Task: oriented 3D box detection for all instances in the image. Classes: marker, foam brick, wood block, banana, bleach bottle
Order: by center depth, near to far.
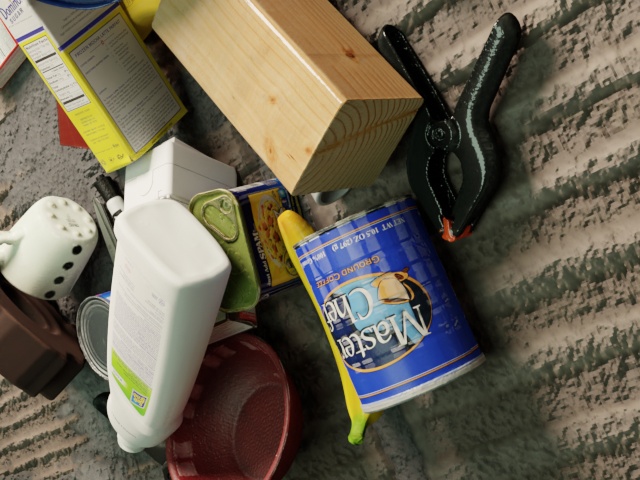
[{"bbox_3d":[-0.030,-0.139,0.824,0.206,0.090,0.090,50,128,27],"label":"wood block"},{"bbox_3d":[0.016,0.068,0.879,0.037,0.069,0.198,-23,78,13],"label":"banana"},{"bbox_3d":[-0.147,0.090,0.919,0.103,0.067,0.251,45,135,27],"label":"bleach bottle"},{"bbox_3d":[-0.203,-0.114,1.003,0.078,0.052,0.051,10,107,34],"label":"foam brick"},{"bbox_3d":[-0.185,-0.013,1.037,0.020,0.020,0.121,-39,77,36],"label":"marker"}]

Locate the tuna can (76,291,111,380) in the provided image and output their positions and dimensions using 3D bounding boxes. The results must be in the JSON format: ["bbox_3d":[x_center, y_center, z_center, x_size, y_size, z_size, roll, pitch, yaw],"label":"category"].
[{"bbox_3d":[-0.200,0.092,1.044,0.086,0.033,0.086,16,114,41],"label":"tuna can"}]

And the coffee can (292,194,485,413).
[{"bbox_3d":[0.052,0.049,0.824,0.103,0.102,0.140,-27,85,38],"label":"coffee can"}]

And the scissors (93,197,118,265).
[{"bbox_3d":[-0.172,0.054,1.045,0.096,0.016,0.202,-3,100,40],"label":"scissors"}]

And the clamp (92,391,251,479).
[{"bbox_3d":[-0.141,0.219,1.051,0.210,0.036,0.164,-15,93,36],"label":"clamp"}]

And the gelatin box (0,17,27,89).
[{"bbox_3d":[-0.334,-0.207,1.092,0.089,0.030,0.073,-39,79,36],"label":"gelatin box"}]

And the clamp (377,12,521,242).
[{"bbox_3d":[0.090,-0.088,0.804,0.120,0.039,0.171,18,109,44],"label":"clamp"}]

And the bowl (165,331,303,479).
[{"bbox_3d":[-0.067,0.166,0.949,0.162,0.055,0.162,-20,61,40],"label":"bowl"}]

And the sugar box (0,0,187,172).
[{"bbox_3d":[-0.194,-0.156,0.908,0.048,0.093,0.176,-17,115,38],"label":"sugar box"}]

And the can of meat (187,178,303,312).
[{"bbox_3d":[-0.056,0.001,0.904,0.058,0.083,0.102,-11,95,38],"label":"can of meat"}]
